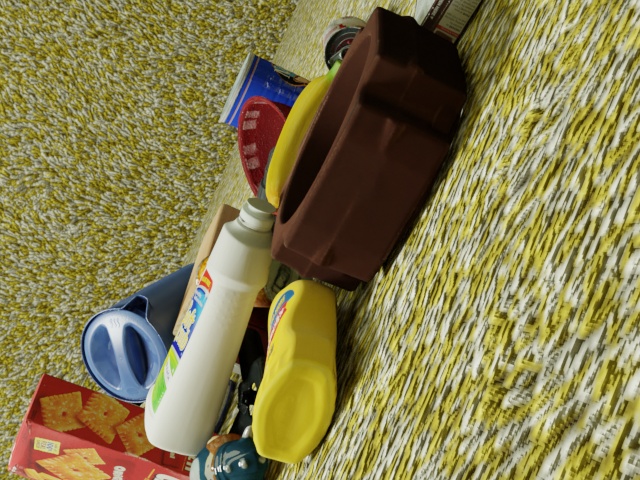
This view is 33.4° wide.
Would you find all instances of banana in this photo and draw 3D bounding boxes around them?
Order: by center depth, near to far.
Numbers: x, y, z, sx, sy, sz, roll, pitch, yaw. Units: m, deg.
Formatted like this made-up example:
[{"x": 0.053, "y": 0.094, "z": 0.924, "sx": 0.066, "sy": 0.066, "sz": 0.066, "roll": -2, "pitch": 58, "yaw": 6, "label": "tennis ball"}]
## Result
[{"x": -0.026, "y": -0.112, "z": 1.175, "sx": 0.070, "sy": 0.037, "sz": 0.197, "roll": 125, "pitch": 167, "yaw": -65, "label": "banana"}]

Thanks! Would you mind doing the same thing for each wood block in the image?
[{"x": -0.123, "y": 0.050, "z": 1.428, "sx": 0.090, "sy": 0.090, "sz": 0.206, "roll": -60, "pitch": 11, "yaw": 30, "label": "wood block"}]

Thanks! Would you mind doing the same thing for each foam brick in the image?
[{"x": -0.062, "y": 0.095, "z": 1.109, "sx": 0.051, "sy": 0.053, "sz": 0.078, "roll": -62, "pitch": 9, "yaw": 23, "label": "foam brick"}]

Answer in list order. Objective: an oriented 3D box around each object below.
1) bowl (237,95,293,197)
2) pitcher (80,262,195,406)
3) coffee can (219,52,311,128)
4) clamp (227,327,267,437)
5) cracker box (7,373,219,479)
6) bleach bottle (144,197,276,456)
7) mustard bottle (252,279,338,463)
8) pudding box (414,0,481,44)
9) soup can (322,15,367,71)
[{"x": -0.041, "y": -0.107, "z": 1.330, "sx": 0.162, "sy": 0.055, "sz": 0.162, "roll": 39, "pitch": 139, "yaw": 45, "label": "bowl"}, {"x": -0.215, "y": 0.125, "z": 1.483, "sx": 0.149, "sy": 0.145, "sz": 0.242, "roll": -26, "pitch": 6, "yaw": 28, "label": "pitcher"}, {"x": -0.053, "y": -0.181, "z": 1.454, "sx": 0.103, "sy": 0.140, "sz": 0.103, "roll": -157, "pitch": 91, "yaw": -80, "label": "coffee can"}, {"x": -0.060, "y": 0.154, "z": 0.987, "sx": 0.171, "sy": 0.039, "sz": 0.120, "roll": -150, "pitch": 61, "yaw": -76, "label": "clamp"}, {"x": -0.245, "y": 0.249, "z": 1.240, "sx": 0.164, "sy": 0.213, "sz": 0.072, "roll": 126, "pitch": 163, "yaw": -51, "label": "cracker box"}, {"x": -0.096, "y": 0.073, "z": 0.994, "sx": 0.102, "sy": 0.068, "sz": 0.251, "roll": -103, "pitch": 33, "yaw": -64, "label": "bleach bottle"}, {"x": -0.016, "y": 0.086, "z": 0.866, "sx": 0.191, "sy": 0.058, "sz": 0.096, "roll": -85, "pitch": 10, "yaw": -64, "label": "mustard bottle"}, {"x": 0.119, "y": -0.227, "z": 0.952, "sx": 0.090, "sy": 0.039, "sz": 0.113, "roll": -59, "pitch": 10, "yaw": 37, "label": "pudding box"}, {"x": 0.037, "y": -0.240, "z": 1.330, "sx": 0.102, "sy": 0.068, "sz": 0.068, "roll": -93, "pitch": 29, "yaw": -70, "label": "soup can"}]
